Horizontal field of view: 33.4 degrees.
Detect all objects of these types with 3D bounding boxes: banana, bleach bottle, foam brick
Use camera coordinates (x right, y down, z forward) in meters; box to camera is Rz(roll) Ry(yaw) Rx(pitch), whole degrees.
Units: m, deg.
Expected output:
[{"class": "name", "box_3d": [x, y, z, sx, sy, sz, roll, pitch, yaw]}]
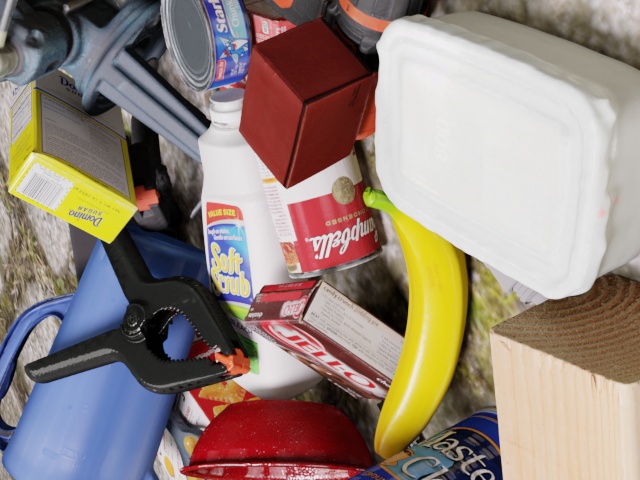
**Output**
[{"class": "banana", "box_3d": [0.061, 0.048, 0.676, 0.037, 0.069, 0.198, -126, 28, -61]}, {"class": "bleach bottle", "box_3d": [-0.055, 0.001, 0.831, 0.103, 0.068, 0.251, 29, 136, 47]}, {"class": "foam brick", "box_3d": [-0.010, -0.080, 0.628, 0.051, 0.052, 0.078, 49, 150, 21]}]

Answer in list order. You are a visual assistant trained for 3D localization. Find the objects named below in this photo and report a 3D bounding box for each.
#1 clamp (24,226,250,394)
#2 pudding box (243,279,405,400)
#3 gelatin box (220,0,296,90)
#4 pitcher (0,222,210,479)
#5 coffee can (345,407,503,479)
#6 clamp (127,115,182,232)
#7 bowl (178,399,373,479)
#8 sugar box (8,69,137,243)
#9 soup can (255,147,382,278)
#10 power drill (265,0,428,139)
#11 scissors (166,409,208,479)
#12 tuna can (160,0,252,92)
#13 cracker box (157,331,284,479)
[{"class": "clamp", "box_3d": [-0.149, 0.075, 0.863, 0.210, 0.036, 0.164, 27, 93, 31]}, {"class": "pudding box", "box_3d": [0.013, 0.071, 0.746, 0.113, 0.039, 0.090, 34, 162, -22]}, {"class": "gelatin box", "box_3d": [-0.045, -0.137, 0.781, 0.089, 0.030, 0.073, 33, 135, 48]}, {"class": "pitcher", "box_3d": [-0.194, 0.107, 0.963, 0.145, 0.149, 0.243, 22, 92, 50]}, {"class": "coffee can", "box_3d": [0.072, 0.178, 0.665, 0.103, 0.140, 0.103, 38, 139, 44]}, {"class": "clamp", "box_3d": [-0.150, -0.044, 0.960, 0.171, 0.039, 0.120, -98, -11, -67]}, {"class": "bowl", "box_3d": [-0.031, 0.161, 0.851, 0.162, 0.161, 0.055, 147, 128, -61]}, {"class": "sugar box", "box_3d": [-0.205, -0.077, 0.872, 0.048, 0.093, 0.176, -50, 31, 16]}, {"class": "soup can", "box_3d": [-0.002, -0.032, 0.735, 0.069, 0.068, 0.102, -1, 107, 60]}, {"class": "power drill", "box_3d": [-0.004, -0.179, 0.653, 0.188, 0.057, 0.185, 54, 148, 27]}, {"class": "scissors", "box_3d": [-0.136, 0.191, 1.015, 0.202, 0.016, 0.096, 29, 129, 51]}, {"class": "tuna can", "box_3d": [-0.082, -0.151, 0.766, 0.086, 0.033, 0.086, 43, 142, 46]}, {"class": "cracker box", "box_3d": [-0.093, 0.204, 1.041, 0.214, 0.072, 0.164, 49, 144, 35]}]
